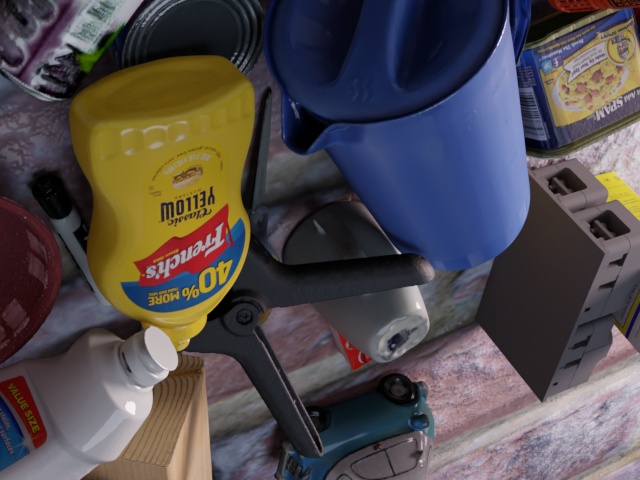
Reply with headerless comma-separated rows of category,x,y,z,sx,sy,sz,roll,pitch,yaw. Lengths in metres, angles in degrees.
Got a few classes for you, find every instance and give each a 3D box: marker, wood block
marker,-0.152,0.001,0.671,0.020,0.020,0.121,-28,143,-10
wood block,-0.135,0.172,0.783,0.091,0.090,0.206,10,139,6

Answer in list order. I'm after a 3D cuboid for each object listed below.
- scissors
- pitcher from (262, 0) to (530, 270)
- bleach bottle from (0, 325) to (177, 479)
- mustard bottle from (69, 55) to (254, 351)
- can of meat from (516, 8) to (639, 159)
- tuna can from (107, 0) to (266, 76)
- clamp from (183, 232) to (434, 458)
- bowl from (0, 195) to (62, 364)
scissors,-0.055,0.001,0.723,0.096,0.016,0.202,-51,155,-34
pitcher,0.071,-0.081,0.664,0.149,0.145,0.242,-12,153,12
bleach bottle,-0.191,0.118,0.654,0.251,0.102,0.068,-33,143,20
mustard bottle,-0.087,-0.008,0.611,0.096,0.058,0.192,-22,138,-27
can of meat,0.179,-0.116,0.745,0.102,0.057,0.084,-26,110,-14
tuna can,-0.075,-0.115,0.592,0.086,0.034,0.086,-21,141,-19
clamp,-0.050,0.053,0.705,0.210,0.036,0.165,19,108,-11
bowl,-0.231,0.018,0.599,0.162,0.055,0.162,-21,141,-19
